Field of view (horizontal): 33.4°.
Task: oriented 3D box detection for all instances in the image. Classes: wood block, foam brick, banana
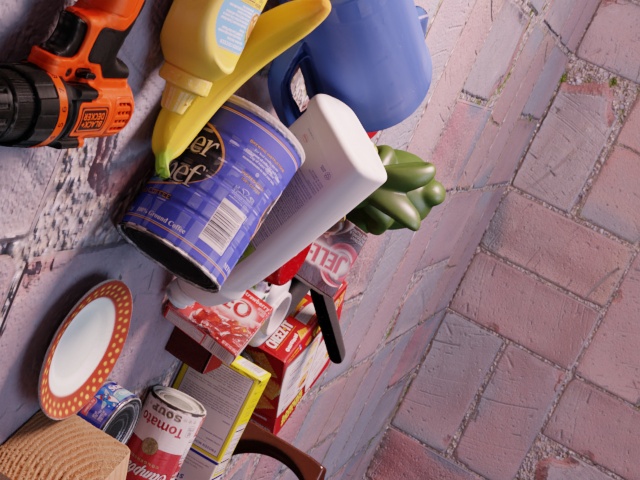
[{"bbox_3d":[-0.242,0.258,0.964,0.090,0.091,0.206,-46,158,-48],"label":"wood block"},{"bbox_3d":[-0.123,0.096,1.157,0.078,0.051,0.053,-64,166,8],"label":"foam brick"},{"bbox_3d":[-0.074,-0.130,0.864,0.197,0.070,0.037,-48,140,-6],"label":"banana"}]

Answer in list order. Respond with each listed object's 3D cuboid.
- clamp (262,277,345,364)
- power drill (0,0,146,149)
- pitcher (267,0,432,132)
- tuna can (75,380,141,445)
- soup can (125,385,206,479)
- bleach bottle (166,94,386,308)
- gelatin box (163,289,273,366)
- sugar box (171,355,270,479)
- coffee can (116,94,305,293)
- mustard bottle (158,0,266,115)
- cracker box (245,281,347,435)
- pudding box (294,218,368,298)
[{"bbox_3d":[-0.018,0.052,1.371,0.164,0.036,0.210,9,86,-47],"label":"clamp"},{"bbox_3d":[-0.146,-0.143,0.639,0.188,0.057,0.184,-63,169,15],"label":"power drill"},{"bbox_3d":[0.021,-0.198,0.986,0.242,0.145,0.149,59,33,-69],"label":"pitcher"},{"bbox_3d":[-0.212,0.182,1.040,0.086,0.034,0.086,-55,164,-25],"label":"tuna can"},{"bbox_3d":[-0.175,0.218,1.165,0.102,0.068,0.068,-64,165,4],"label":"soup can"},{"bbox_3d":[-0.058,-0.022,1.015,0.251,0.102,0.068,-39,152,24],"label":"bleach bottle"},{"bbox_3d":[-0.105,0.073,1.097,0.073,0.089,0.030,-51,177,-36],"label":"gelatin box"},{"bbox_3d":[-0.138,0.211,1.233,0.176,0.093,0.048,-64,165,9],"label":"sugar box"},{"bbox_3d":[-0.092,-0.041,0.910,0.140,0.103,0.103,-58,165,-15],"label":"coffee can"},{"bbox_3d":[-0.073,-0.184,0.804,0.192,0.058,0.096,-64,170,8],"label":"mustard bottle"},{"bbox_3d":[-0.044,0.158,1.502,0.164,0.072,0.214,-50,162,-36],"label":"cracker box"},{"bbox_3d":[-0.010,0.003,1.271,0.090,0.113,0.039,-60,-154,-10],"label":"pudding box"}]
